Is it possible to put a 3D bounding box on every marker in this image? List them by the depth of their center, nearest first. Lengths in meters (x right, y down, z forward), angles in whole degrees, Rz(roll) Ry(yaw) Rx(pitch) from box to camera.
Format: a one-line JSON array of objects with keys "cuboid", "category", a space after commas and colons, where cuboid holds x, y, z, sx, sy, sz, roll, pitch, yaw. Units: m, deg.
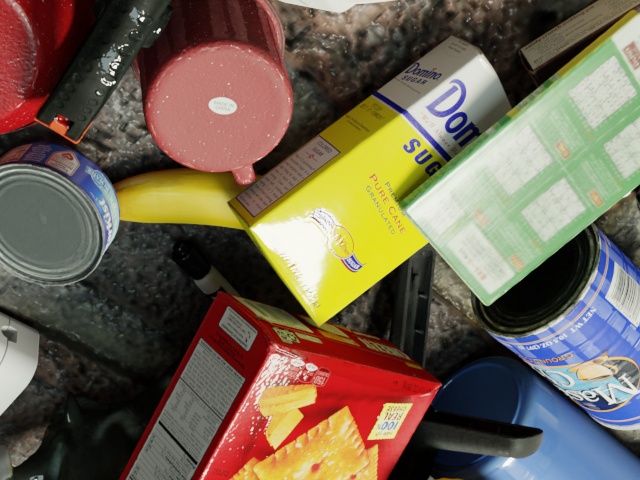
[{"cuboid": [-0.064, 0.042, 0.737, 0.020, 0.020, 0.121, -30, 125, 10], "category": "marker"}]

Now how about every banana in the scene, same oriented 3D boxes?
[{"cuboid": [-0.042, -0.012, 0.692, 0.197, 0.037, 0.070, 21, 118, -24], "category": "banana"}]

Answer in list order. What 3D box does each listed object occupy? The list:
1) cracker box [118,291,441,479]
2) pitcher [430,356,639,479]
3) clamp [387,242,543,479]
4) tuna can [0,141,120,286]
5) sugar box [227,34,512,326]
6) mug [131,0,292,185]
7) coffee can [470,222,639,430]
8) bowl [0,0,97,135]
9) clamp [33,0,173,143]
[{"cuboid": [-0.038, 0.154, 0.687, 0.163, 0.072, 0.214, 21, 101, -45], "category": "cracker box"}, {"cuboid": [0.181, 0.205, 0.835, 0.145, 0.149, 0.242, -27, 125, 34], "category": "pitcher"}, {"cuboid": [0.068, 0.128, 0.759, 0.036, 0.165, 0.210, -6, 138, -34], "category": "clamp"}, {"cuboid": [-0.167, -0.017, 0.649, 0.086, 0.033, 0.086, 6, 123, 9], "category": "tuna can"}, {"cuboid": [0.041, -0.037, 0.657, 0.176, 0.048, 0.093, -36, 126, -4], "category": "sugar box"}, {"cuboid": [-0.058, -0.083, 0.610, 0.093, 0.081, 0.117, -14, 127, -1], "category": "mug"}, {"cuboid": [0.188, 0.056, 0.747, 0.103, 0.103, 0.140, -41, 123, 18], "category": "coffee can"}, {"cuboid": [-0.196, -0.114, 0.576, 0.162, 0.055, 0.162, -5, 126, -7], "category": "bowl"}, {"cuboid": [-0.092, -0.119, 0.536, 0.039, 0.120, 0.171, 31, 103, -10], "category": "clamp"}]
